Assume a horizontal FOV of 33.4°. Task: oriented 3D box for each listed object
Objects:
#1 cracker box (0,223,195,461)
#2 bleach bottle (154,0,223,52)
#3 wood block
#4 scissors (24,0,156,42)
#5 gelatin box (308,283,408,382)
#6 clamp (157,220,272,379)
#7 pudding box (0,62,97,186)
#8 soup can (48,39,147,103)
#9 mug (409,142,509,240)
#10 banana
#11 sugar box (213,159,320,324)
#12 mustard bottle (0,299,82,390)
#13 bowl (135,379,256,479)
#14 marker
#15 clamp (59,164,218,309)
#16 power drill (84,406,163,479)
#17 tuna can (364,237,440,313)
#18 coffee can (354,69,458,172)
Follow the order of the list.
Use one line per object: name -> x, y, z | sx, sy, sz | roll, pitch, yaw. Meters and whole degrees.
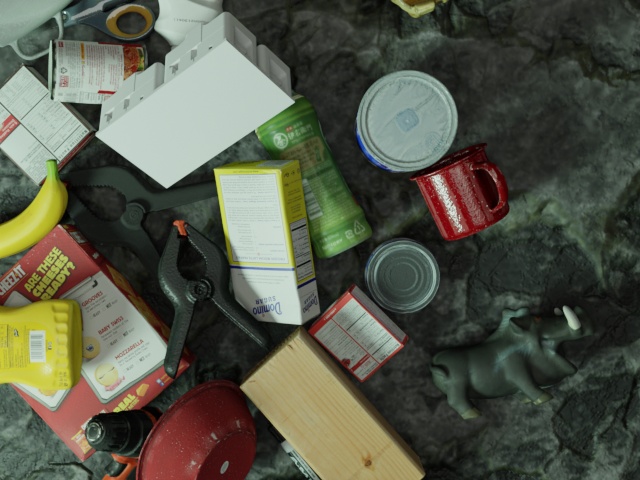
cracker box -> -0.273, 0.112, 1.204 | 0.164, 0.072, 0.213 | -43, 91, 2
bleach bottle -> -0.154, -0.322, 1.187 | 0.102, 0.068, 0.251 | 4, 95, 1
wood block -> 0.013, 0.205, 1.195 | 0.091, 0.090, 0.206 | -41, 91, 1
scissors -> -0.274, -0.240, 1.212 | 0.202, 0.016, 0.096 | -32, 87, 2
gelatin box -> 0.043, 0.106, 1.208 | 0.089, 0.030, 0.073 | 43, 116, -2
clamp -> -0.121, 0.060, 1.172 | 0.120, 0.039, 0.171 | -7, 82, -14
pudding box -> -0.324, -0.130, 1.209 | 0.090, 0.039, 0.113 | -45, 94, 1
soup can -> -0.246, -0.185, 1.177 | 0.102, 0.069, 0.068 | 1, 93, -17
mug -> 0.164, -0.054, 1.172 | 0.093, 0.117, 0.081 | -30, 98, -32
banana -> -0.352, -0.018, 1.201 | 0.198, 0.037, 0.069 | -29, 90, 18
sugar box -> -0.058, 0.001, 1.176 | 0.093, 0.048, 0.176 | 3, 109, 35
mustard bottle -> -0.354, 0.112, 1.140 | 0.191, 0.058, 0.096 | -1, 91, 2
bowl -> -0.121, 0.235, 1.162 | 0.055, 0.161, 0.162 | 28, 93, 35
marker -> -0.020, 0.254, 1.233 | 0.020, 0.020, 0.121 | -39, 92, 2
clamp -> -0.200, -0.035, 1.212 | 0.210, 0.036, 0.164 | 30, 87, -1
power drill -> -0.234, 0.260, 1.166 | 0.188, 0.184, 0.057 | -48, 62, 10
tuna can -> 0.093, 0.040, 1.214 | 0.086, 0.034, 0.086 | 0, 93, 1
coffee can -> 0.089, -0.125, 1.153 | 0.103, 0.140, 0.103 | 0, 93, 0
